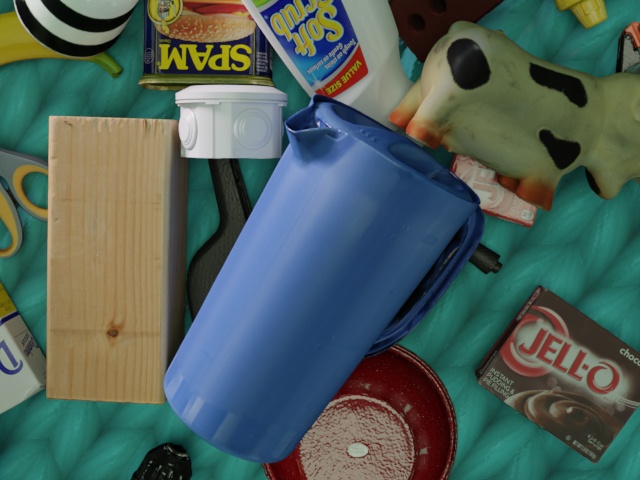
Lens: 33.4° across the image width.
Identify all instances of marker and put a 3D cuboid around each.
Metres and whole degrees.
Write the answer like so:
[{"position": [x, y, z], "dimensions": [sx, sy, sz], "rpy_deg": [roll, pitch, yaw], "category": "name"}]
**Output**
[{"position": [0.089, -0.012, 0.827], "dimensions": [0.121, 0.020, 0.020], "rpy_deg": [36, 96, -1], "category": "marker"}]

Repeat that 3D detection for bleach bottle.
[{"position": [0.010, -0.161, 0.757], "dimensions": [0.103, 0.068, 0.250], "rpy_deg": [-16, 123, 32], "category": "bleach bottle"}]

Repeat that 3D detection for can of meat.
[{"position": [-0.084, -0.157, 0.806], "dimensions": [0.102, 0.057, 0.084], "rpy_deg": [1, 92, 2], "category": "can of meat"}]

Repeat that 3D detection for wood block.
[{"position": [-0.152, 0.011, 0.808], "dimensions": [0.091, 0.090, 0.206], "rpy_deg": [3, 95, 2], "category": "wood block"}]

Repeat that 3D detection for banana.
[{"position": [-0.257, -0.135, 0.826], "dimensions": [0.198, 0.037, 0.069], "rpy_deg": [-15, 93, 4], "category": "banana"}]

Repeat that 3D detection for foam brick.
[{"position": [0.095, -0.177, 0.779], "dimensions": [0.078, 0.051, 0.053], "rpy_deg": [-36, 93, 38], "category": "foam brick"}]

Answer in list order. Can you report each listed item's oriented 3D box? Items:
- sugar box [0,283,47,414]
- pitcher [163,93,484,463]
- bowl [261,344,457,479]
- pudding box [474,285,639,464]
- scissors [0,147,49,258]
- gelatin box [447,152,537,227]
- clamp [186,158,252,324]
[{"position": [-0.295, 0.060, 0.842], "dimensions": [0.093, 0.048, 0.176], "rpy_deg": [-30, 91, 7], "category": "sugar box"}, {"position": [0.001, 0.034, 0.748], "dimensions": [0.149, 0.145, 0.243], "rpy_deg": [34, 105, 6], "category": "pitcher"}, {"position": [0.028, 0.158, 0.828], "dimensions": [0.162, 0.055, 0.162], "rpy_deg": [0, 95, 3], "category": "bowl"}, {"position": [0.189, 0.102, 0.822], "dimensions": [0.113, 0.039, 0.090], "rpy_deg": [34, 96, 0], "category": "pudding box"}, {"position": [-0.254, -0.082, 0.816], "dimensions": [0.096, 0.016, 0.202], "rpy_deg": [-13, 111, -5], "category": "scissors"}, {"position": [0.138, -0.063, 0.814], "dimensions": [0.073, 0.030, 0.089], "rpy_deg": [18, 96, 1], "category": "gelatin box"}, {"position": [-0.055, 0.001, 0.827], "dimensions": [0.164, 0.036, 0.210], "rpy_deg": [30, 100, 10], "category": "clamp"}]
